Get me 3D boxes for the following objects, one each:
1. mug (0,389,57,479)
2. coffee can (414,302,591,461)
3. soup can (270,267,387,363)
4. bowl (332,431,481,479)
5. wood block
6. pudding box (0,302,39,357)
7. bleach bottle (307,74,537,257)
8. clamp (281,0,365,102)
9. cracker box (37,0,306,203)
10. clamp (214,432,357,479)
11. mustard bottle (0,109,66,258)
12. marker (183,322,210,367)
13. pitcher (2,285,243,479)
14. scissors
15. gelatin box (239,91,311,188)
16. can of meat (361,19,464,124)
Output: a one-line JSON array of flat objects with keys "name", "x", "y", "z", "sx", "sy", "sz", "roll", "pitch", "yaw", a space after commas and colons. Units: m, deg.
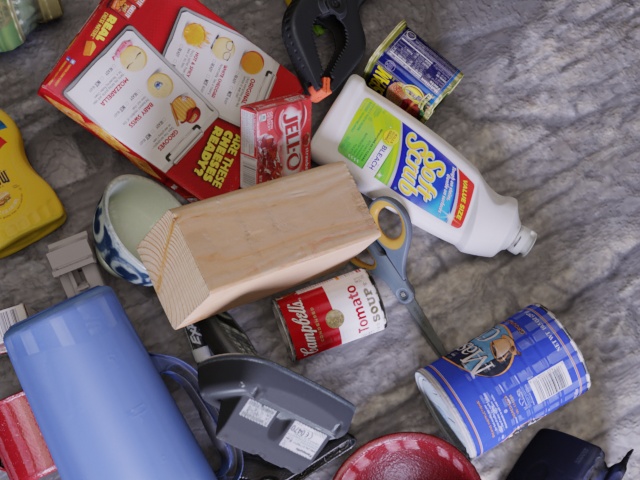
[{"name": "mug", "x": -0.283, "y": 0.188, "z": 1.034, "sx": 0.117, "sy": 0.093, "sz": 0.081, "roll": -25, "pitch": 87, "yaw": 23}, {"name": "coffee can", "x": 0.180, "y": 0.140, "z": 1.058, "sx": 0.140, "sy": 0.103, "sz": 0.103, "roll": -29, "pitch": 83, "yaw": -8}, {"name": "soup can", "x": 0.009, "y": 0.075, "z": 1.076, "sx": 0.102, "sy": 0.068, "sz": 0.068, "roll": -19, "pitch": 82, "yaw": -8}, {"name": "bowl", "x": 0.086, "y": 0.271, "z": 1.035, "sx": 0.162, "sy": 0.055, "sz": 0.162, "roll": -9, "pitch": 59, "yaw": 15}, {"name": "wood block", "x": -0.057, "y": 0.001, "z": 1.026, "sx": 0.205, "sy": 0.091, "sz": 0.090, "roll": -19, "pitch": 77, "yaw": -36}, {"name": "pudding box", "x": -0.330, "y": 0.098, "z": 1.038, "sx": 0.113, "sy": 0.090, "sz": 0.039, "roll": -16, "pitch": 83, "yaw": -7}, {"name": "bleach bottle", "x": 0.115, "y": -0.066, "z": 1.110, "sx": 0.251, "sy": 0.068, "sz": 0.102, "roll": 31, "pitch": 85, "yaw": 0}, {"name": "clamp", "x": 0.015, "y": -0.242, "z": 1.109, "sx": 0.164, "sy": 0.036, "sz": 0.210, "roll": 6, "pitch": 73, "yaw": -28}, {"name": "cracker box", "x": -0.149, "y": -0.152, "z": 1.076, "sx": 0.213, "sy": 0.072, "sz": 0.164, "roll": 36, "pitch": 80, "yaw": -17}, {"name": "clamp", "x": -0.042, "y": 0.256, "z": 1.034, "sx": 0.171, "sy": 0.039, "sz": 0.120, "roll": -13, "pitch": 53, "yaw": 10}, {"name": "mustard bottle", "x": -0.344, "y": -0.081, "z": 1.084, "sx": 0.096, "sy": 0.058, "sz": 0.191, "roll": -30, "pitch": 83, "yaw": -8}, {"name": "marker", "x": -0.129, "y": 0.092, "z": 1.088, "sx": 0.020, "sy": 0.020, "sz": 0.121, "roll": -19, "pitch": 82, "yaw": -7}, {"name": "pitcher", "x": -0.181, "y": 0.164, "z": 0.975, "sx": 0.145, "sy": 0.149, "sz": 0.243, "roll": -25, "pitch": 92, "yaw": 8}, {"name": "scissors", "x": 0.093, "y": 0.036, "z": 1.092, "sx": 0.202, "sy": 0.016, "sz": 0.096, "roll": 45, "pitch": 121, "yaw": 6}, {"name": "gelatin box", "x": -0.044, "y": -0.097, "z": 1.060, "sx": 0.073, "sy": 0.030, "sz": 0.089, "roll": -20, "pitch": 122, "yaw": -40}, {"name": "can of meat", "x": 0.094, "y": -0.170, "z": 1.108, "sx": 0.084, "sy": 0.102, "sz": 0.057, "roll": 40, "pitch": 79, "yaw": 1}]
